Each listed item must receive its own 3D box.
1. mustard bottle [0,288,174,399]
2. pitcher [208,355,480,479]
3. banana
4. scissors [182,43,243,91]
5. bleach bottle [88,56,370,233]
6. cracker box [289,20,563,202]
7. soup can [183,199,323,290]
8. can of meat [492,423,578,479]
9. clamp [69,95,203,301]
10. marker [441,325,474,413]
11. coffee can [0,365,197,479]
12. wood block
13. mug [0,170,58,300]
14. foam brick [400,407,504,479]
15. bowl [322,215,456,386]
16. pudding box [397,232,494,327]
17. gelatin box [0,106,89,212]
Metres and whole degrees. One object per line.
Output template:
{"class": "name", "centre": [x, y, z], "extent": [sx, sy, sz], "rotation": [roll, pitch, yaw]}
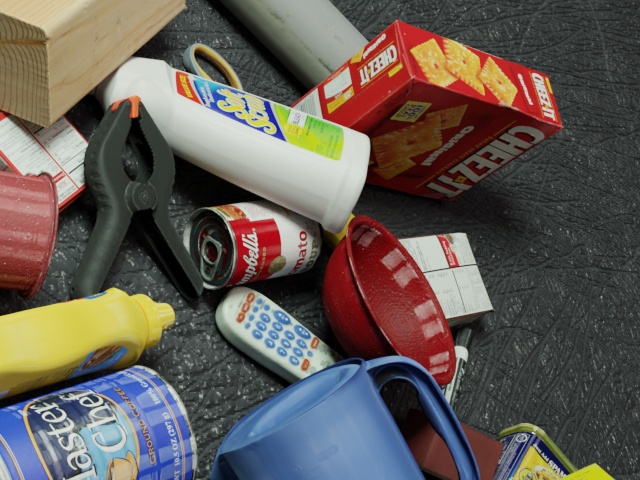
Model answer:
{"class": "mustard bottle", "centre": [-0.182, 0.072, 0.740], "extent": [0.191, 0.096, 0.058], "rotation": [-12, 75, -43]}
{"class": "pitcher", "centre": [0.043, 0.217, 0.824], "extent": [0.144, 0.149, 0.243], "rotation": [-35, 95, -44]}
{"class": "banana", "centre": [0.030, 0.026, 0.988], "extent": [0.069, 0.037, 0.198], "rotation": [-38, 94, -27]}
{"class": "scissors", "centre": [-0.070, -0.090, 0.978], "extent": [0.202, 0.016, 0.096], "rotation": [55, 47, -3]}
{"class": "bleach bottle", "centre": [-0.085, -0.092, 0.893], "extent": [0.250, 0.068, 0.102], "rotation": [21, 31, -6]}
{"class": "cracker box", "centre": [0.100, -0.113, 1.019], "extent": [0.213, 0.164, 0.072], "rotation": [11, 58, -40]}
{"class": "soup can", "centre": [-0.056, 0.001, 0.904], "extent": [0.102, 0.069, 0.068], "rotation": [-9, 74, -43]}
{"class": "can of meat", "centre": [0.196, 0.238, 0.999], "extent": [0.102, 0.058, 0.083], "rotation": [49, 48, -8]}
{"class": "clamp", "centre": [-0.154, -0.025, 0.832], "extent": [0.120, 0.039, 0.171], "rotation": [-15, 94, -51]}
{"class": "marker", "centre": [0.128, 0.131, 1.025], "extent": [0.020, 0.020, 0.121], "rotation": [37, 48, -19]}
{"class": "coffee can", "centre": [-0.167, 0.150, 0.706], "extent": [0.140, 0.103, 0.103], "rotation": [-14, 77, -44]}
{"class": "wood block", "centre": [-0.194, -0.190, 0.847], "extent": [0.091, 0.090, 0.205], "rotation": [22, 44, 13]}
{"class": "mug", "centre": [-0.241, -0.017, 0.752], "extent": [0.081, 0.093, 0.117], "rotation": [10, 32, -31]}
{"class": "foam brick", "centre": [0.112, 0.188, 0.947], "extent": [0.078, 0.053, 0.051], "rotation": [29, 76, -27]}
{"class": "bowl", "centre": [0.050, 0.061, 0.910], "extent": [0.162, 0.055, 0.162], "rotation": [46, 25, -30]}
{"class": "pudding box", "centre": [0.110, 0.041, 1.045], "extent": [0.113, 0.039, 0.090], "rotation": [-7, 73, -40]}
{"class": "gelatin box", "centre": [-0.219, -0.065, 0.829], "extent": [0.089, 0.030, 0.073], "rotation": [50, 44, -8]}
